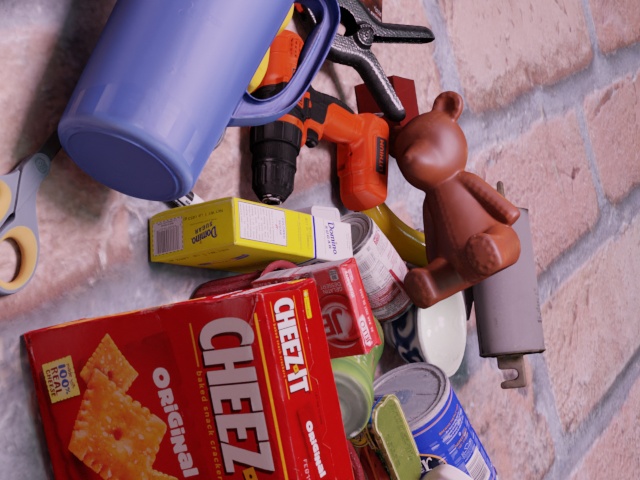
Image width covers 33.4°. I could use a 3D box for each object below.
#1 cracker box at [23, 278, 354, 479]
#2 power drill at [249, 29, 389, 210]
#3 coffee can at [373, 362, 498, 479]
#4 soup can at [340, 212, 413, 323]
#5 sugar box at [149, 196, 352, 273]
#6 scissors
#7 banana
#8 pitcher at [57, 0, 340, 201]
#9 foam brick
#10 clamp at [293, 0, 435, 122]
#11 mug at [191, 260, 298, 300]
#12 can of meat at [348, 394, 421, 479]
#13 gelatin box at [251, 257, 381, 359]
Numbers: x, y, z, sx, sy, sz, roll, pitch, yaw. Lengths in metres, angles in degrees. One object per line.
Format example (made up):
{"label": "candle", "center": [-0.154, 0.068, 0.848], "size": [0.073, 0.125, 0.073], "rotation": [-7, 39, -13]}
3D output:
{"label": "cracker box", "center": [-0.093, 0.123, 0.723], "size": [0.072, 0.214, 0.164], "rotation": [-12, 91, -57]}
{"label": "power drill", "center": [-0.002, -0.096, 1.071], "size": [0.187, 0.057, 0.184], "rotation": [31, 56, -49]}
{"label": "coffee can", "center": [0.112, 0.212, 1.110], "size": [0.140, 0.103, 0.102], "rotation": [61, 37, -26]}
{"label": "soup can", "center": [0.048, 0.029, 1.100], "size": [0.102, 0.069, 0.068], "rotation": [52, 41, -34]}
{"label": "sugar box", "center": [-0.056, 0.001, 0.928], "size": [0.175, 0.093, 0.048], "rotation": [14, 69, -54]}
{"label": "scissors", "center": [-0.205, -0.033, 0.783], "size": [0.201, 0.016, 0.096], "rotation": [-46, 120, -52]}
{"label": "banana", "center": [0.115, -0.003, 1.182], "size": [0.197, 0.070, 0.037], "rotation": [29, 21, -16]}
{"label": "pitcher", "center": [-0.095, -0.150, 0.829], "size": [0.145, 0.149, 0.242], "rotation": [57, 48, -51]}
{"label": "foam brick", "center": [0.079, -0.143, 1.212], "size": [0.051, 0.053, 0.078], "rotation": [1, 80, -56]}
{"label": "clamp", "center": [0.043, -0.205, 1.146], "size": [0.171, 0.039, 0.120], "rotation": [20, 66, -23]}
{"label": "mug", "center": [-0.065, 0.071, 0.903], "size": [0.117, 0.082, 0.093], "rotation": [-19, 97, -57]}
{"label": "can of meat", "center": [0.041, 0.198, 1.024], "size": [0.057, 0.084, 0.102], "rotation": [-44, 117, -53]}
{"label": "gelatin box", "center": [-0.004, 0.057, 0.839], "size": [0.030, 0.089, 0.073], "rotation": [-28, 104, -56]}
